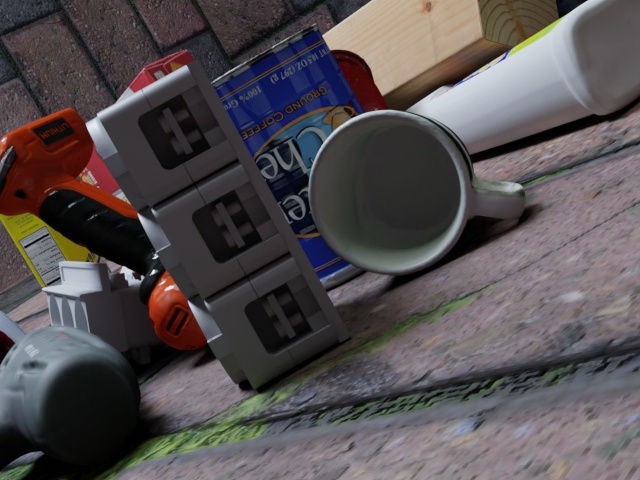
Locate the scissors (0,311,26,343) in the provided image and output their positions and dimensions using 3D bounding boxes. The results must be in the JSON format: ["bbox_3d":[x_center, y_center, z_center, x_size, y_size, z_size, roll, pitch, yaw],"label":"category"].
[{"bbox_3d":[-0.210,0.079,0.786,0.016,0.096,0.202,-48,13,-23],"label":"scissors"}]

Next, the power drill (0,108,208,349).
[{"bbox_3d":[-0.115,-0.016,0.716,0.057,0.187,0.184,-62,-5,23],"label":"power drill"}]

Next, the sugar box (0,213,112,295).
[{"bbox_3d":[-0.252,0.006,1.029,0.048,0.176,0.093,-31,9,8],"label":"sugar box"}]

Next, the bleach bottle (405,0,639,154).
[{"bbox_3d":[0.126,-0.099,0.769,0.102,0.068,0.251,-34,7,-33],"label":"bleach bottle"}]

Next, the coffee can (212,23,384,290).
[{"bbox_3d":[-0.012,-0.049,0.669,0.103,0.140,0.103,-29,8,5],"label":"coffee can"}]

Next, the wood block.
[{"bbox_3d":[0.090,-0.159,0.885,0.090,0.091,0.207,3,-17,-35],"label":"wood block"}]
